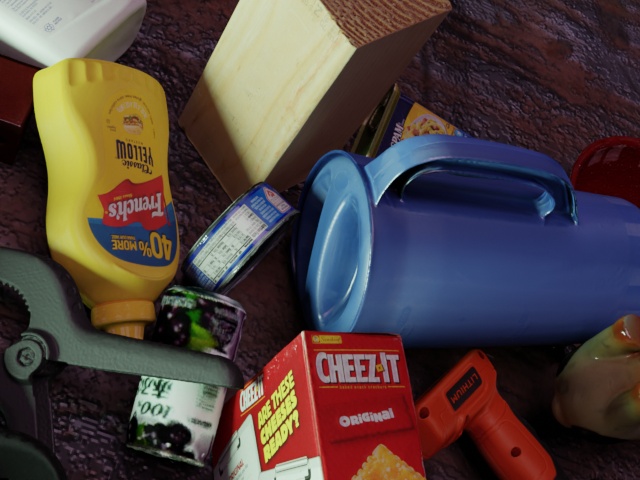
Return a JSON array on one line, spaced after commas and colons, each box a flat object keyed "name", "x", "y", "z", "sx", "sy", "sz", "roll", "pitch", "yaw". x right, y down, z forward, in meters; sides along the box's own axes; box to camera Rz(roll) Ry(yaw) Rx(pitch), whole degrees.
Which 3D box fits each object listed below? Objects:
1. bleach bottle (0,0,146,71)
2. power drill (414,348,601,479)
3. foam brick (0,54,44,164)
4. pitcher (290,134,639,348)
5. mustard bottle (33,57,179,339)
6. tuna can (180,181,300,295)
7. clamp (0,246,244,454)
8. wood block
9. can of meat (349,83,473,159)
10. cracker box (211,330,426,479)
[{"name": "bleach bottle", "x": -0.253, "y": -0.208, "z": 0.758, "sx": 0.251, "sy": 0.068, "sz": 0.102, "roll": 38, "pitch": 55, "yaw": 1}, {"name": "power drill", "x": 0.127, "y": 0.176, "z": 0.708, "sx": 0.188, "sy": 0.057, "sz": 0.184, "roll": 48, "pitch": 37, "yaw": 6}, {"name": "foam brick", "x": -0.231, "y": -0.094, "z": 0.713, "sx": 0.078, "sy": 0.053, "sz": 0.051, "roll": 19, "pitch": 58, "yaw": -14}, {"name": "pitcher", "x": 0.112, "y": 0.008, "z": 0.734, "sx": 0.242, "sy": 0.149, "sz": 0.145, "roll": 4, "pitch": 93, "yaw": -22}, {"name": "mustard bottle", "x": -0.136, "y": -0.018, "z": 0.699, "sx": 0.096, "sy": 0.058, "sz": 0.191, "roll": 10, "pitch": 68, "yaw": -55}, {"name": "tuna can", "x": -0.055, "y": 0.001, "z": 0.723, "sx": 0.034, "sy": 0.086, "sz": 0.086, "roll": 43, "pitch": 55, "yaw": 3}, {"name": "clamp", "x": -0.171, "y": 0.082, "z": 0.636, "sx": 0.210, "sy": 0.036, "sz": 0.164, "roll": 37, "pitch": 86, "yaw": 14}, {"name": "wood block", "x": -0.012, "y": -0.118, "z": 0.731, "sx": 0.090, "sy": 0.206, "sz": 0.090, "roll": -30, "pitch": 79, "yaw": -34}, {"name": "can of meat", "x": 0.068, "y": -0.058, "z": 0.829, "sx": 0.084, "sy": 0.058, "sz": 0.102, "roll": 30, "pitch": 56, "yaw": -11}, {"name": "cracker box", "x": 0.002, "y": 0.179, "z": 0.607, "sx": 0.072, "sy": 0.164, "sz": 0.214, "roll": 4, "pitch": 63, "yaw": -25}]
